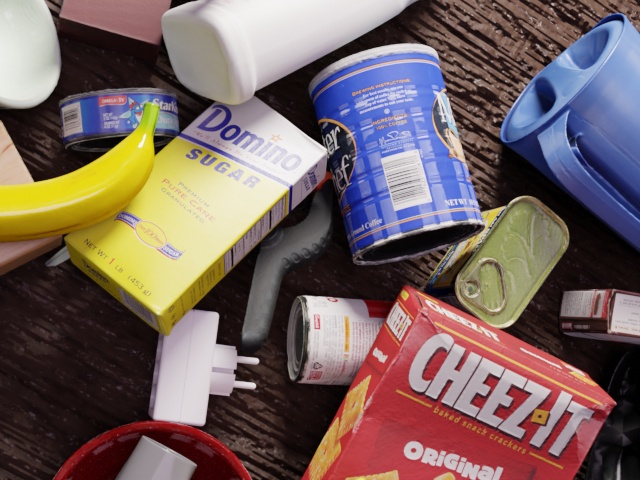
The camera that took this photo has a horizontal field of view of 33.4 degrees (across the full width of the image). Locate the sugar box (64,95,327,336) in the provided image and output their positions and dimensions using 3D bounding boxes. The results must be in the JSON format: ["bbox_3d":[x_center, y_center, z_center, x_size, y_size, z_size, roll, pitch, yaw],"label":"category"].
[{"bbox_3d":[-0.085,-0.025,0.759,0.093,0.048,0.176,37,68,15],"label":"sugar box"}]

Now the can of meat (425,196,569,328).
[{"bbox_3d":[0.134,0.019,0.837,0.057,0.084,0.102,39,78,-8],"label":"can of meat"}]

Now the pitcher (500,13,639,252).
[{"bbox_3d":[0.269,-0.049,0.850,0.242,0.145,0.149,40,84,-10],"label":"pitcher"}]

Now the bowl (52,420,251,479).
[{"bbox_3d":[-0.124,0.210,0.775,0.162,0.055,0.162,1,85,-13],"label":"bowl"}]

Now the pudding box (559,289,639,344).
[{"bbox_3d":[0.263,0.064,0.861,0.113,0.090,0.039,7,84,-12],"label":"pudding box"}]

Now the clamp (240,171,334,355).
[{"bbox_3d":[-0.055,0.001,0.801,0.120,0.039,0.171,29,52,13],"label":"clamp"}]

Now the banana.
[{"bbox_3d":[-0.191,-0.033,0.700,0.197,0.037,0.069,-17,73,-16],"label":"banana"}]

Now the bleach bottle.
[{"bbox_3d":[0.011,-0.181,0.805,0.250,0.103,0.068,-28,120,-26],"label":"bleach bottle"}]

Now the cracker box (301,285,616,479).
[{"bbox_3d":[0.086,0.165,0.770,0.164,0.072,0.214,26,98,-12],"label":"cracker box"}]

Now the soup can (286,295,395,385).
[{"bbox_3d":[0.030,0.078,0.817,0.102,0.068,0.068,5,84,-12],"label":"soup can"}]

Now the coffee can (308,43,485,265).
[{"bbox_3d":[0.057,-0.063,0.806,0.102,0.103,0.140,-11,79,-14],"label":"coffee can"}]

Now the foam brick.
[{"bbox_3d":[-0.153,-0.174,0.802,0.078,0.053,0.051,15,82,-12],"label":"foam brick"}]

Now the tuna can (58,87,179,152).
[{"bbox_3d":[-0.146,-0.087,0.780,0.086,0.086,0.034,-5,88,-14],"label":"tuna can"}]
